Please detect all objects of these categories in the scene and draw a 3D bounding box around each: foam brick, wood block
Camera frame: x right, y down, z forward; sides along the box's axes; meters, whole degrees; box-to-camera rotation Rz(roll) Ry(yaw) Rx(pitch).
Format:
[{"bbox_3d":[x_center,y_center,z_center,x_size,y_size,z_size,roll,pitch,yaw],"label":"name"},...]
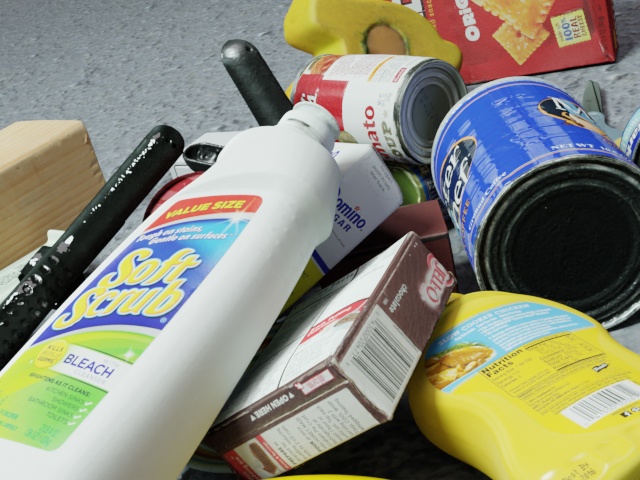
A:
[{"bbox_3d":[0.039,0.016,0.627,0.078,0.051,0.053,-13,23,7],"label":"foam brick"},{"bbox_3d":[-0.269,-0.011,0.824,0.090,0.091,0.205,4,31,37],"label":"wood block"}]

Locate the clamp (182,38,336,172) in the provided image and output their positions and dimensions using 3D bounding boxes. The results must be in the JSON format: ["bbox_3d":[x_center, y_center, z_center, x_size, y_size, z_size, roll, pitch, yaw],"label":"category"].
[{"bbox_3d":[-0.013,-0.053,0.694,0.171,0.120,0.039,30,55,11],"label":"clamp"}]

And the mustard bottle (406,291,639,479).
[{"bbox_3d":[0.093,0.067,0.475,0.096,0.058,0.192,-23,25,-16],"label":"mustard bottle"}]

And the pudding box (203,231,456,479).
[{"bbox_3d":[0.007,0.053,0.491,0.090,0.039,0.113,-35,9,35],"label":"pudding box"}]

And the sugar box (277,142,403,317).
[{"bbox_3d":[-0.043,0.015,0.591,0.176,0.048,0.093,-40,21,-16],"label":"sugar box"}]

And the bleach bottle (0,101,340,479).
[{"bbox_3d":[-0.069,0.028,0.494,0.103,0.068,0.250,7,51,38],"label":"bleach bottle"}]

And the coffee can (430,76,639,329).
[{"bbox_3d":[0.123,-0.023,0.597,0.103,0.103,0.140,-14,24,3],"label":"coffee can"}]

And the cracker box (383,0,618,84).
[{"bbox_3d":[0.145,-0.228,0.947,0.214,0.164,0.072,-6,24,20],"label":"cracker box"}]

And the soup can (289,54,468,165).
[{"bbox_3d":[0.038,-0.086,0.695,0.068,0.068,0.102,-33,29,-33],"label":"soup can"}]

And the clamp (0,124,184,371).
[{"bbox_3d":[-0.167,0.017,0.686,0.209,0.036,0.165,-56,9,-36],"label":"clamp"}]
